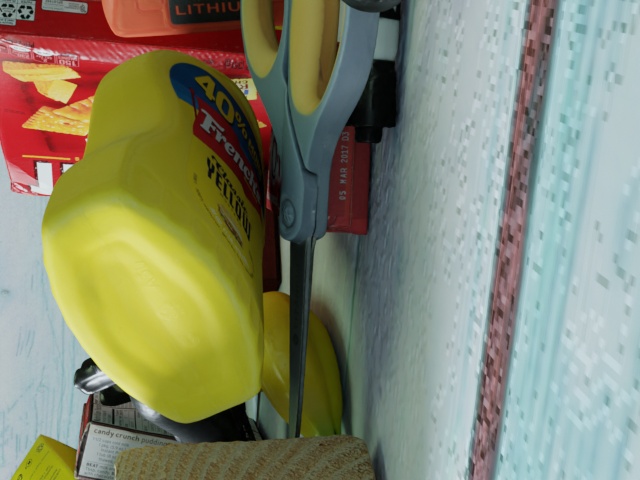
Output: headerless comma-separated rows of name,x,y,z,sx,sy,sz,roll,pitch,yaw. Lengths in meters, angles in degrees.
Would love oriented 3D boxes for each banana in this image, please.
banana,-0.022,0.058,0.507,0.198,0.037,0.069,-156,68,-78

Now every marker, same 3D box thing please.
marker,0.019,-0.094,0.362,0.020,0.020,0.121,-147,59,-77

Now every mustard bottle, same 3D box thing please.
mustard bottle,-0.056,-0.023,0.426,0.096,0.058,0.191,58,-166,-28

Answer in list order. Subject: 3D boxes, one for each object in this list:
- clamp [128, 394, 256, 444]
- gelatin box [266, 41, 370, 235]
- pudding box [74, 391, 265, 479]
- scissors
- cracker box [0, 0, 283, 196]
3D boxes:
clamp,-0.059,0.069,0.523,0.210,0.036,0.164,73,179,-46
gelatin box,-0.002,-0.044,0.438,0.089,0.030,0.073,-140,52,-77
pudding box,-0.089,0.125,0.644,0.090,0.113,0.039,-154,76,-79
scissors,-0.013,-0.026,0.389,0.096,0.016,0.202,50,137,51
cracker box,-0.104,-0.088,0.619,0.214,0.164,0.072,120,152,-68
